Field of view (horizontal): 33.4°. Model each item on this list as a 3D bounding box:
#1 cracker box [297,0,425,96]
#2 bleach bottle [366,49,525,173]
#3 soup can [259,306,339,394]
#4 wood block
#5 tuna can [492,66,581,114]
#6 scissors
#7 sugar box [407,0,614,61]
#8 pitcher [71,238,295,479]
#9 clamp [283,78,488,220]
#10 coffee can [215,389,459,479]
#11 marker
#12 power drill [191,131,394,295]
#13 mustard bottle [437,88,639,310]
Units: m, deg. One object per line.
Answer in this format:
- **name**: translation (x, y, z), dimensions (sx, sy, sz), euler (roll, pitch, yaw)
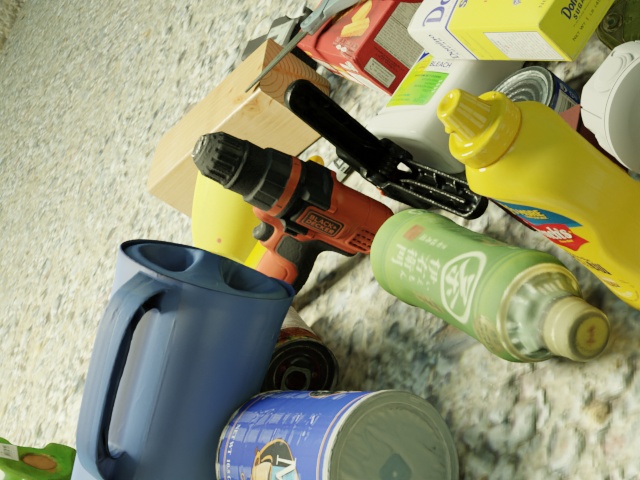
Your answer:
- **cracker box**: translation (0.080, -0.259, 1.067), dimensions (0.214, 0.072, 0.164), euler (-55, 27, 3)
- **bleach bottle**: translation (0.140, -0.177, 0.891), dimensions (0.251, 0.068, 0.103), euler (-59, 26, -8)
- **soup can**: translation (-0.034, 0.094, 0.882), dimensions (0.068, 0.068, 0.102), euler (-55, 26, 4)
- **wood block**: translation (-0.093, -0.115, 1.182), dimensions (0.206, 0.090, 0.090), euler (-36, 33, 36)
- **tuna can**: translation (0.153, -0.088, 0.801), dimensions (0.086, 0.033, 0.086), euler (-40, 31, 30)
- **scissors**: translation (-0.002, -0.230, 1.062), dimensions (0.202, 0.016, 0.096), euler (-35, 31, 30)
- **sugar box**: translation (0.140, -0.179, 0.774), dimensions (0.093, 0.048, 0.176), euler (-56, 28, -7)
- **pitcher**: translation (-0.119, 0.128, 0.790), dimensions (0.145, 0.149, 0.243), euler (36, 111, 66)
- **clamp**: translation (0.060, -0.054, 0.833), dimensions (0.036, 0.165, 0.210), euler (-57, -13, -1)
- **coffee can**: translation (0.008, 0.151, 0.711), dimensions (0.141, 0.102, 0.102), euler (-11, 51, 55)
- **marker**: translation (0.048, -0.101, 1.008), dimensions (0.121, 0.020, 0.020), euler (-47, 28, 20)
- **power drill**: translation (-0.056, 0.001, 0.914), dimensions (0.188, 0.184, 0.057), euler (-48, 26, 39)
- **mustard bottle**: translation (0.137, -0.025, 0.584), dimensions (0.058, 0.191, 0.096), euler (-57, 26, 0)
